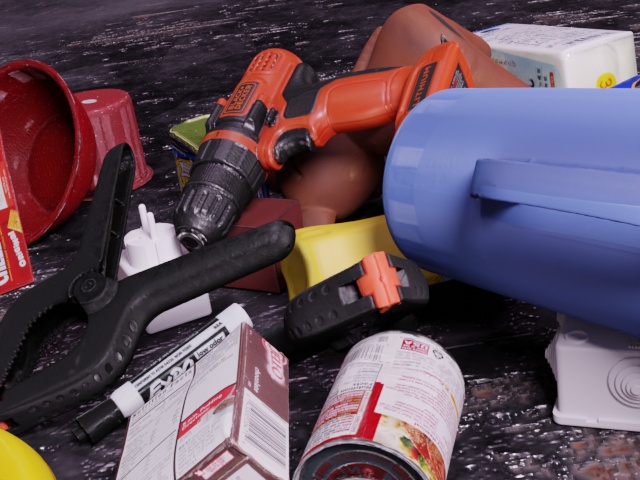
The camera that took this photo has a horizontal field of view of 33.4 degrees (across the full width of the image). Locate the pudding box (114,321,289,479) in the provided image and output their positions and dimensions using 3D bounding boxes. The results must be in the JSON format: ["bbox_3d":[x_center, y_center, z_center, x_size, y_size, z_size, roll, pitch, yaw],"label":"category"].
[{"bbox_3d":[-0.059,0.101,0.525,0.090,0.039,0.113,-41,17,15],"label":"pudding box"}]

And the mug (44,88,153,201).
[{"bbox_3d":[-0.209,-0.087,0.983,0.093,0.081,0.117,-8,24,1],"label":"mug"}]

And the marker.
[{"bbox_3d":[-0.092,0.078,0.624,0.121,0.020,0.020,-36,33,-19],"label":"marker"}]

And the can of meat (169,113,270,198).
[{"bbox_3d":[-0.079,-0.048,0.853,0.057,0.084,0.102,-19,26,-21],"label":"can of meat"}]

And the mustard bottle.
[{"bbox_3d":[0.074,0.003,0.702,0.191,0.058,0.096,-13,-10,-12],"label":"mustard bottle"}]

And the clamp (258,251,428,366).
[{"bbox_3d":[0.022,0.040,0.597,0.120,0.039,0.172,-20,-8,-25],"label":"clamp"}]

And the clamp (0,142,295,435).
[{"bbox_3d":[-0.137,0.030,0.657,0.209,0.036,0.165,-44,51,-15],"label":"clamp"}]

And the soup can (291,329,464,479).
[{"bbox_3d":[0.031,0.096,0.518,0.068,0.068,0.102,-1,25,16],"label":"soup can"}]

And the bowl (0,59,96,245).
[{"bbox_3d":[-0.244,-0.070,0.915,0.162,0.162,0.055,10,1,36],"label":"bowl"}]

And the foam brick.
[{"bbox_3d":[-0.055,0.001,0.775,0.078,0.053,0.051,5,28,27],"label":"foam brick"}]

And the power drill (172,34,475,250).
[{"bbox_3d":[0.002,-0.068,0.722,0.188,0.057,0.184,-1,49,29],"label":"power drill"}]

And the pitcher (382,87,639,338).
[{"bbox_3d":[0.143,-0.018,0.532,0.243,0.149,0.144,13,50,45],"label":"pitcher"}]
